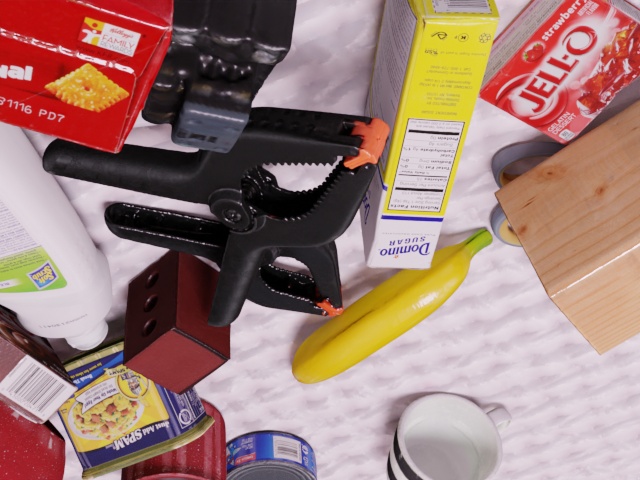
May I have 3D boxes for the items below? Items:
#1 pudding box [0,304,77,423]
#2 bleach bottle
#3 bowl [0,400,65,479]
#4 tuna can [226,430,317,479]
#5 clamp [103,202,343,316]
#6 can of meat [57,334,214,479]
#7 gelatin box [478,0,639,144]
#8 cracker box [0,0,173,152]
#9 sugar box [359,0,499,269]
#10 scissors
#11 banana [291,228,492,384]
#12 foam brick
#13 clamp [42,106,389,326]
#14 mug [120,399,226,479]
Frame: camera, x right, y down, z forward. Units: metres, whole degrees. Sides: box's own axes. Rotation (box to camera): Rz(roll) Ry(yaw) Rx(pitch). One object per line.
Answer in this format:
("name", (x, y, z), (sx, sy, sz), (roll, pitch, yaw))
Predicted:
("pudding box", (-0.224, 0.064, 0.712), (0.039, 0.090, 0.113), (-46, 125, -5))
("bleach bottle", (-0.206, -0.011, 0.664), (0.103, 0.068, 0.250), (-10, 138, 13))
("bowl", (-0.236, 0.134, 0.772), (0.055, 0.162, 0.162), (-45, 133, -13))
("tuna can", (-0.045, 0.199, 0.906), (0.086, 0.034, 0.086), (-2, 135, -2))
("clamp", (-0.055, 0.001, 0.705), (0.120, 0.039, 0.171), (-23, 126, 27))
("can of meat", (-0.141, 0.115, 0.773), (0.102, 0.057, 0.084), (-22, 94, 16))
("gelatin box", (0.142, -0.105, 0.618), (0.073, 0.030, 0.089), (24, 128, -26))
("cracker box", (-0.142, -0.143, 0.427), (0.164, 0.213, 0.072), (14, 132, -18))
("sugar box", (0.054, -0.076, 0.597), (0.048, 0.093, 0.176), (1, 136, -5))
("scissors", (0.203, -0.022, 0.718), (0.201, 0.016, 0.096), (10, 135, -15))
("banana", (0.038, 0.059, 0.752), (0.198, 0.037, 0.069), (-37, 165, 30))
("foam brick", (-0.097, 0.054, 0.726), (0.053, 0.078, 0.051), (-37, 126, 26))
("clamp", (-0.054, -0.030, 0.606), (0.164, 0.036, 0.210), (41, 137, -22))
("mug", (-0.121, 0.184, 0.851), (0.093, 0.081, 0.117), (20, 130, -23))
